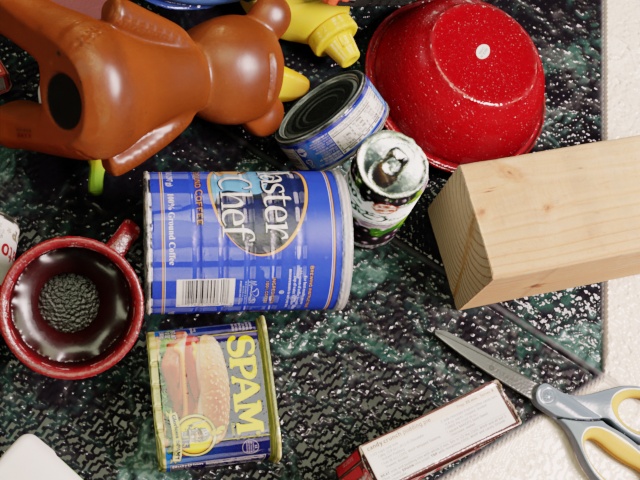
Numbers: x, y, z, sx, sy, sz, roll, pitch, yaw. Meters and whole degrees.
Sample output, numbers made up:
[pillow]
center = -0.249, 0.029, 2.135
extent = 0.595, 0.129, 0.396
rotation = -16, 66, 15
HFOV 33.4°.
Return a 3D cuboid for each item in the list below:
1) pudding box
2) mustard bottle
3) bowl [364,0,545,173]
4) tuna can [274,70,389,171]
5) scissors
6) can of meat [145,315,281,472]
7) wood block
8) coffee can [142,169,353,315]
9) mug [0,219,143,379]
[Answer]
[pudding box]
center = 0.072, 0.143, 0.741
extent = 0.113, 0.090, 0.039
rotation = -24, 76, -17
[mustard bottle]
center = -0.028, -0.221, 0.868
extent = 0.096, 0.058, 0.192
rotation = -29, 78, -25
[bowl]
center = 0.120, -0.136, 0.855
extent = 0.162, 0.055, 0.162
rotation = 7, 68, -16
[tuna can]
center = 0.008, -0.090, 0.812
extent = 0.086, 0.086, 0.033
rotation = -50, 117, -21
[scissors]
center = 0.188, 0.111, 0.812
extent = 0.096, 0.016, 0.202
rotation = -42, 82, -22
[can of meat]
center = -0.076, 0.108, 0.746
extent = 0.084, 0.057, 0.102
rotation = -5, 72, -9
[wood block]
center = 0.201, -0.017, 0.819
extent = 0.206, 0.091, 0.090
rotation = -10, 73, -13
[coffee can]
center = -0.055, 0.001, 0.762
extent = 0.140, 0.103, 0.103
rotation = -1, 71, -10
[mug]
center = -0.164, 0.034, 0.730
extent = 0.093, 0.082, 0.117
rotation = 35, 82, -11
